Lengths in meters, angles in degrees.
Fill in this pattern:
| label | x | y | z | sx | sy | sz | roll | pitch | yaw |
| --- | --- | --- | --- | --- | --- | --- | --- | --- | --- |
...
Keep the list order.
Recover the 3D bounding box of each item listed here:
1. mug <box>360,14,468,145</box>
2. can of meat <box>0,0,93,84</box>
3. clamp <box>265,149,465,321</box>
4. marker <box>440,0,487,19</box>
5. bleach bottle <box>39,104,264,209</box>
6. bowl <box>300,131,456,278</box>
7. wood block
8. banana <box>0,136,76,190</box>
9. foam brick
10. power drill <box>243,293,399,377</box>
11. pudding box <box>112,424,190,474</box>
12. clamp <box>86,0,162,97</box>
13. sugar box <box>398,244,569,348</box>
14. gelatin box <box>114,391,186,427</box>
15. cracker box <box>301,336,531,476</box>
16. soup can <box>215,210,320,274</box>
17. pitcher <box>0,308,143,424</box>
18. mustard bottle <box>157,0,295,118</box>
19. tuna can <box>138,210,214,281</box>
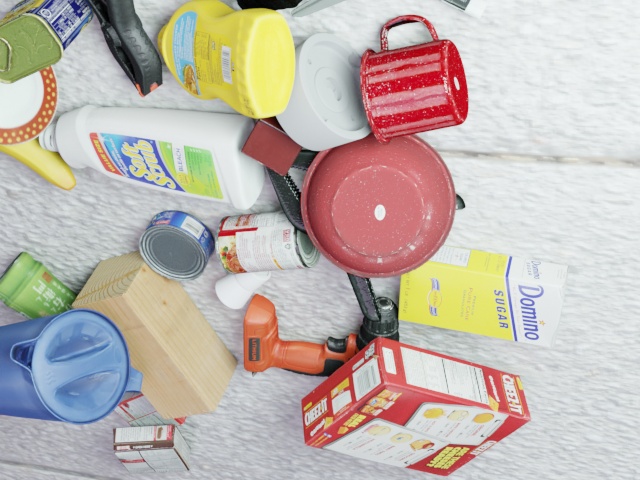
| label | x | y | z | sx | sy | sz | roll | pitch | yaw |
| --- | --- | --- | --- | --- | --- | --- | --- | --- | --- |
| mug | 0.089 | -0.154 | 1.004 | 0.082 | 0.093 | 0.117 | -9 | 89 | 21 |
| can of meat | -0.291 | -0.215 | 1.091 | 0.102 | 0.083 | 0.057 | -16 | 122 | 31 |
| clamp | 0.025 | -0.022 | 1.134 | 0.210 | 0.036 | 0.165 | 29 | 101 | 1 |
| marker | 0.094 | -0.235 | 0.969 | 0.121 | 0.020 | 0.020 | 26 | 134 | -1 |
| bleach bottle | -0.192 | -0.097 | 1.172 | 0.251 | 0.068 | 0.102 | 7 | 131 | 19 |
| bowl | 0.058 | -0.034 | 1.082 | 0.162 | 0.055 | 0.162 | 1 | 102 | 4 |
| wood block | -0.204 | 0.121 | 1.345 | 0.091 | 0.090 | 0.206 | -13 | 123 | 31 |
| banana | -0.373 | -0.110 | 1.221 | 0.197 | 0.069 | 0.037 | 13 | 167 | -21 |
| foam brick | -0.038 | -0.114 | 1.085 | 0.053 | 0.078 | 0.051 | 30 | 132 | -6 |
| power drill | 0.002 | 0.122 | 1.288 | 0.188 | 0.057 | 0.184 | 14 | 133 | 10 |
| pudding box | -0.238 | 0.296 | 1.509 | 0.090 | 0.039 | 0.113 | -5 | 153 | 3 |
| clamp | -0.195 | -0.215 | 1.057 | 0.120 | 0.039 | 0.171 | 38 | 161 | 54 |
| sugar box | 0.177 | 0.059 | 1.173 | 0.176 | 0.048 | 0.093 | 11 | 131 | 14 |
| gelatin box | -0.239 | 0.236 | 1.500 | 0.089 | 0.030 | 0.073 | -25 | 118 | 36 |
| cracker box | 0.110 | 0.198 | 1.252 | 0.213 | 0.072 | 0.164 | 18 | 137 | -29 |
| soup can | -0.058 | 0.001 | 1.200 | 0.102 | 0.068 | 0.068 | -5 | 127 | 24 |
| pitcher | -0.345 | 0.161 | 1.315 | 0.243 | 0.144 | 0.149 | -9 | 114 | 45 |
| mustard bottle | -0.102 | -0.181 | 1.024 | 0.192 | 0.058 | 0.096 | 24 | 123 | 48 |
| tuna can | -0.170 | 0.006 | 1.270 | 0.086 | 0.033 | 0.086 | 11 | 132 | 12 |
